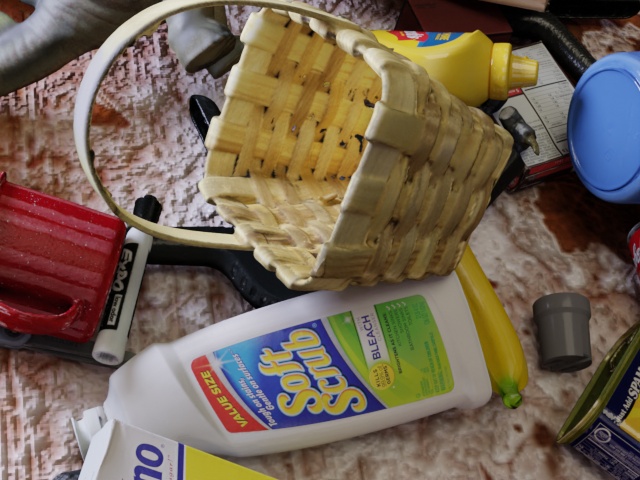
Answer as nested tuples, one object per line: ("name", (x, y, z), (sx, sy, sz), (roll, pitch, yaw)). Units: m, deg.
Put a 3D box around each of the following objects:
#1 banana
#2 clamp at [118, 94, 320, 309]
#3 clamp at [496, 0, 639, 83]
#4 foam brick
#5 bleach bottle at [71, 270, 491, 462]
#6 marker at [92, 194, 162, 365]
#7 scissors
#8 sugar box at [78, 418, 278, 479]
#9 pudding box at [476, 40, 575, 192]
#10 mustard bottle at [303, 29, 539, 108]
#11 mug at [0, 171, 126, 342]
("banana", (0.098, 0.028, 0.736), (0.037, 0.069, 0.198), (-26, 68, -2))
("clamp", (-0.055, 0.001, 0.736), (0.210, 0.036, 0.164), (36, 57, 10))
("clamp", (0.195, -0.204, 0.927), (0.171, 0.039, 0.120), (34, 52, 10))
("foam brick", (0.106, -0.168, 0.874), (0.078, 0.051, 0.053), (-11, 60, -20))
("bleach bottle", (-0.026, 0.092, 0.664), (0.250, 0.068, 0.102), (-17, 90, -14))
("marker", (-0.120, 0.021, 0.675), (0.020, 0.020, 0.121), (13, 56, -5))
("scissors", (-0.203, 0.042, 0.686), (0.201, 0.016, 0.096), (2, 57, -13))
("sugar box", (-0.053, 0.174, 0.593), (0.176, 0.048, 0.093), (25, 54, -19))
("pudding box", (0.165, -0.100, 0.853), (0.089, 0.039, 0.113), (-17, 66, -24))
("mustard bottle", (0.064, -0.129, 0.789), (0.192, 0.058, 0.096), (6, 13, 12))
("mug", (-0.168, 0.019, 0.642), (0.081, 0.093, 0.117), (18, 23, -13))
